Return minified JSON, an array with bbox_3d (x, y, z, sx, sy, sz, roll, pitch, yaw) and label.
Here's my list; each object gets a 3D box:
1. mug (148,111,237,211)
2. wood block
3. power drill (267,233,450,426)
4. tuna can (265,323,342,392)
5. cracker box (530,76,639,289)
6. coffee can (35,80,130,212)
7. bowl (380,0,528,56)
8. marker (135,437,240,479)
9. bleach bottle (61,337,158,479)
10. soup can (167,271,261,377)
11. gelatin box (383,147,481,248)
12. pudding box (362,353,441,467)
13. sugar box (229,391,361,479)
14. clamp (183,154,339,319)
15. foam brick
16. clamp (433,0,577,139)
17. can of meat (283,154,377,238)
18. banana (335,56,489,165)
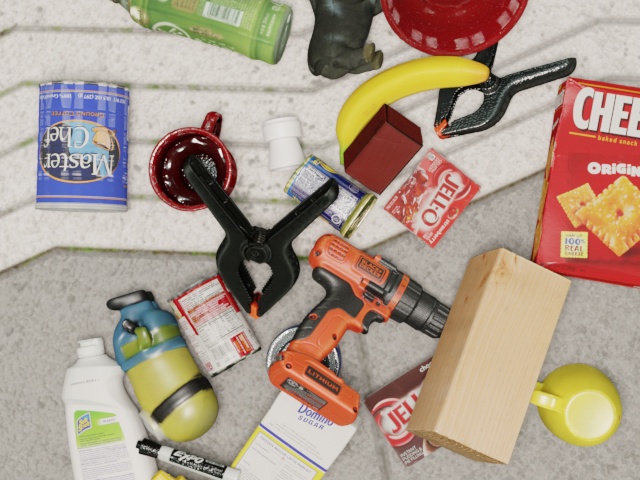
[{"bbox_3d":[-0.136,-0.089,1.202,0.093,0.081,0.117,17,91,5],"label":"mug"},{"bbox_3d":[0.178,0.124,1.136,0.090,0.090,0.206,25,76,-10],"label":"wood block"},{"bbox_3d":[0.041,0.104,1.162,0.184,0.057,0.187,31,59,-1],"label":"power drill"},{"bbox_3d":[-0.019,0.138,1.215,0.086,0.033,0.086,0,90,5],"label":"tuna can"},{"bbox_3d":[0.328,-0.059,1.166,0.164,0.072,0.214,10,90,4],"label":"cracker box"},{"bbox_3d":[-0.268,-0.103,1.204,0.103,0.103,0.140,1,90,5],"label":"coffee can"},{"bbox_3d":[0.144,-0.283,1.157,0.162,0.055,0.162,0,128,0],"label":"bowl"},{"bbox_3d":[-0.148,0.245,1.182,0.121,0.020,0.020,17,91,8],"label":"marker"},{"bbox_3d":[-0.235,0.235,1.221,0.102,0.068,0.251,-11,86,2],"label":"bleach bottle"},{"bbox_3d":[-0.119,0.095,1.207,0.068,0.068,0.102,-30,88,4],"label":"soup can"},{"bbox_3d":[0.126,-0.048,1.205,0.073,0.030,0.089,39,93,4],"label":"gelatin box"},{"bbox_3d":[0.118,0.187,1.200,0.113,0.039,0.090,-34,87,4],"label":"pudding box"},{"bbox_3d":[-0.039,0.242,1.193,0.093,0.048,0.176,36,105,3],"label":"sugar box"},{"bbox_3d":[-0.058,0.001,1.157,0.165,0.036,0.210,5,129,12],"label":"clamp"},{"bbox_3d":[0.068,-0.100,1.174,0.051,0.053,0.078,33,116,-17],"label":"foam brick"},{"bbox_3d":[0.186,-0.188,1.197,0.171,0.039,0.120,-37,70,6],"label":"clamp"},{"bbox_3d":[0.012,-0.049,1.180,0.084,0.102,0.057,36,93,6],"label":"can of meat"},{"bbox_3d":[0.089,-0.162,1.195,0.198,0.037,0.069,-30,103,19],"label":"banana"}]
